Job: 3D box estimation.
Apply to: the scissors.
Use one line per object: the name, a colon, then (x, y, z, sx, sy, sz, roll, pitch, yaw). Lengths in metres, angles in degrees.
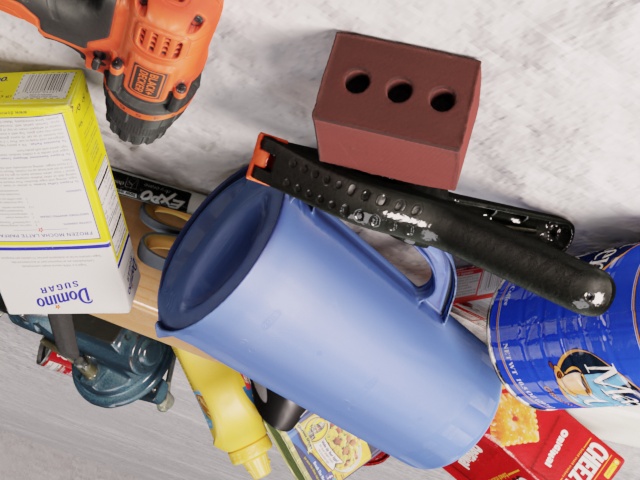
scissors: (-0.055, 0.001, 0.829, 0.201, 0.016, 0.096, 2, -144, -37)

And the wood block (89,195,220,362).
wood block: (-0.146, 0.020, 0.862, 0.205, 0.090, 0.091, 24, 159, -20)

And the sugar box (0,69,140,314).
sugar box: (-0.184, -0.027, 0.711, 0.093, 0.048, 0.176, -1, 133, 7)

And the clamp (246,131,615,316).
clamp: (0.063, -0.017, 0.615, 0.210, 0.036, 0.164, 20, -168, 9)

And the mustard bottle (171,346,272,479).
mustard bottle: (-0.093, 0.128, 0.977, 0.058, 0.191, 0.096, -25, 179, -9)

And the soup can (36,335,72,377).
soup can: (-0.284, 0.137, 1.299, 0.102, 0.068, 0.069, 25, 158, -23)

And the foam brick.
foam brick: (0.040, -0.066, 0.551, 0.078, 0.053, 0.051, 13, 160, 8)

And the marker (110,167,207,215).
marker: (-0.115, -0.034, 0.800, 0.121, 0.020, 0.020, 16, 160, 1)

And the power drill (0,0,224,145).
power drill: (-0.150, -0.118, 0.560, 0.187, 0.057, 0.185, 19, 159, -11)

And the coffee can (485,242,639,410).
coffee can: (0.190, 0.055, 0.678, 0.102, 0.102, 0.141, 27, 158, -26)

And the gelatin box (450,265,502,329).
gelatin box: (0.140, 0.043, 0.789, 0.073, 0.030, 0.089, 25, 158, -26)

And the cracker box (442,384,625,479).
cracker box: (0.131, 0.156, 0.924, 0.214, 0.072, 0.164, 40, 160, 7)

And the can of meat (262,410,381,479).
can of meat: (0.004, 0.168, 0.952, 0.058, 0.083, 0.102, 29, 150, 57)

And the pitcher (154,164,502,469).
pitcher: (0.020, 0.056, 0.742, 0.242, 0.145, 0.149, 36, 160, -27)
